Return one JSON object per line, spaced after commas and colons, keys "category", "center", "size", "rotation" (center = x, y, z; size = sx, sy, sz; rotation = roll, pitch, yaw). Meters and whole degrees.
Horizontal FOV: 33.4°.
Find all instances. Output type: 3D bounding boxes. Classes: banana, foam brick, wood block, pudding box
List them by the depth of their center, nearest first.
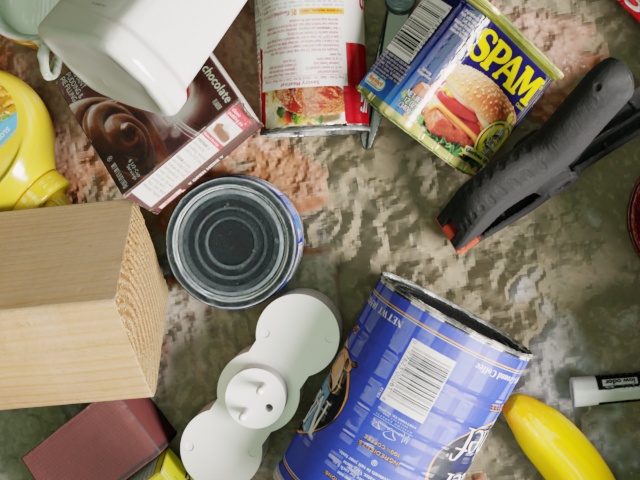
{"category": "wood block", "center": [-0.207, 0.044, 0.651], "size": [0.206, 0.091, 0.090], "rotation": [-6, 134, 5]}
{"category": "pudding box", "center": [-0.100, -0.085, 0.651], "size": [0.090, 0.039, 0.114], "rotation": [-40, 60, 7]}
{"category": "banana", "center": [0.168, 0.180, 0.655], "size": [0.037, 0.069, 0.198], "rotation": [-23, 86, 38]}
{"category": "foam brick", "center": [-0.141, 0.132, 0.684], "size": [0.078, 0.053, 0.051], "rotation": [-38, 90, 5]}

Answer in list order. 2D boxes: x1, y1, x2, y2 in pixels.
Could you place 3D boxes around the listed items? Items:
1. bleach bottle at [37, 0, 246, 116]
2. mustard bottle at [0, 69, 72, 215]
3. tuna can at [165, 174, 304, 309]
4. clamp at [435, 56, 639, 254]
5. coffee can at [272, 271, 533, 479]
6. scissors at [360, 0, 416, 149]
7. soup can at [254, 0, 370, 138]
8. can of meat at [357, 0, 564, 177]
{"category": "bleach bottle", "center": [-0.052, -0.192, 0.619], "size": [0.103, 0.068, 0.250], "rotation": [22, 71, 45]}
{"category": "mustard bottle", "center": [-0.228, -0.072, 0.677], "size": [0.191, 0.058, 0.096], "rotation": [42, 94, 2]}
{"category": "tuna can", "center": [-0.054, 0.001, 0.677], "size": [0.086, 0.033, 0.086], "rotation": [0, 93, 5]}
{"category": "clamp", "center": [0.131, -0.049, 0.614], "size": [0.172, 0.120, 0.039], "rotation": [-39, 66, 23]}
{"category": "coffee can", "center": [0.048, 0.104, 0.640], "size": [0.103, 0.103, 0.140], "rotation": [28, 95, 3]}
{"category": "scissors", "center": [0.037, -0.167, 0.668], "size": [0.096, 0.016, 0.202], "rotation": [29, 96, 5]}
{"category": "soup can", "center": [-0.006, -0.115, 0.649], "size": [0.068, 0.068, 0.102], "rotation": [-2, 92, 5]}
{"category": "can of meat", "center": [0.081, -0.094, 0.629], "size": [0.084, 0.102, 0.057], "rotation": [-52, 44, 8]}
